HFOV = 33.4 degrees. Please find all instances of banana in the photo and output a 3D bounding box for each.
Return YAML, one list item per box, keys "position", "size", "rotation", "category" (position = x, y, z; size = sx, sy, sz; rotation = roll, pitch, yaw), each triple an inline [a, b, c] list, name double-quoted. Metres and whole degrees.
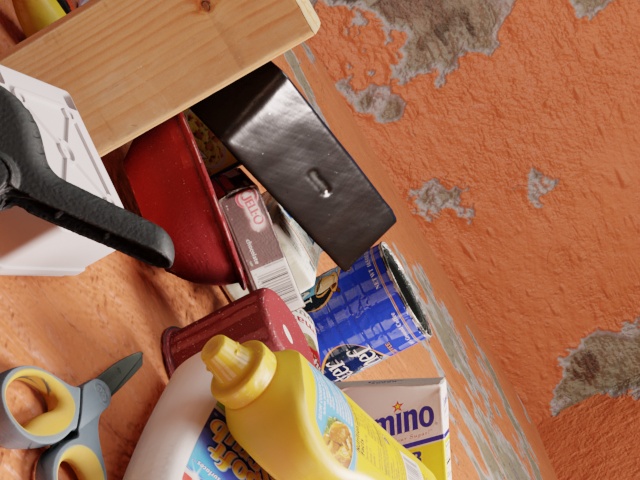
- position: [-0.188, -0.150, 0.852]
  size: [0.197, 0.037, 0.069]
  rotation: [21, 59, -70]
  category: "banana"

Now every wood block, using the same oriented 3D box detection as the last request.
- position: [-0.112, -0.130, 0.717]
  size: [0.091, 0.206, 0.090]
  rotation: [60, 11, -14]
  category: "wood block"

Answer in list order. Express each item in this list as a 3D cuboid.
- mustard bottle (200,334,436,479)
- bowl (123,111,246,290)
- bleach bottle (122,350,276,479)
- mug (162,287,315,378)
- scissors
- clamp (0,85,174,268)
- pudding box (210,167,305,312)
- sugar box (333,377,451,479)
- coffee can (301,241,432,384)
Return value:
- position: [-0.001, 0.120, 0.636]
  size: [0.191, 0.058, 0.096]
  rotation: [46, 17, -26]
  category: "mustard bottle"
- position: [-0.110, -0.028, 0.820]
  size: [0.162, 0.055, 0.162]
  rotation: [159, -90, -84]
  category: "bowl"
- position: [-0.067, 0.150, 0.613]
  size: [0.102, 0.068, 0.250]
  rotation: [57, 13, -12]
  category: "bleach bottle"
- position: [-0.055, 0.083, 0.788]
  size: [0.093, 0.081, 0.117]
  rotation: [60, 10, -13]
  category: "mug"
- position: [-0.122, 0.105, 0.588]
  size: [0.096, 0.016, 0.201]
  rotation: [66, 10, 11]
  category: "scissors"
- position: [-0.169, -0.016, 0.525]
  size: [0.171, 0.120, 0.039]
  rotation: [44, -32, 4]
  category: "clamp"
- position: [-0.056, 0.001, 0.889]
  size: [0.090, 0.039, 0.113]
  rotation: [-132, -158, -72]
  category: "pudding box"
- position: [0.058, 0.199, 0.843]
  size: [0.048, 0.093, 0.176]
  rotation: [-4, 89, -78]
  category: "sugar box"
- position: [0.021, 0.078, 1.019]
  size: [0.103, 0.140, 0.103]
  rotation: [59, 11, -18]
  category: "coffee can"
